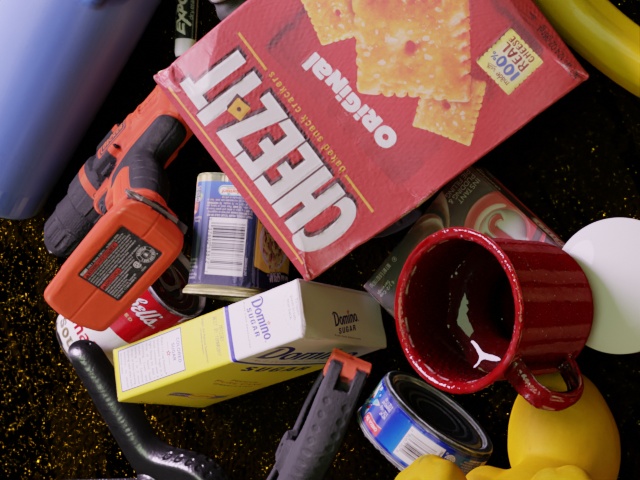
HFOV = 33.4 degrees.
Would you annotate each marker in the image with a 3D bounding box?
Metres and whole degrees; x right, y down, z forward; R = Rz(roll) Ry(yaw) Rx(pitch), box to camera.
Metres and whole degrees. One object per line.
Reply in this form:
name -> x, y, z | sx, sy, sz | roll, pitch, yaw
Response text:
marker -> -0.108, -0.179, 0.859 | 0.020, 0.020, 0.121 | 0, 85, 31

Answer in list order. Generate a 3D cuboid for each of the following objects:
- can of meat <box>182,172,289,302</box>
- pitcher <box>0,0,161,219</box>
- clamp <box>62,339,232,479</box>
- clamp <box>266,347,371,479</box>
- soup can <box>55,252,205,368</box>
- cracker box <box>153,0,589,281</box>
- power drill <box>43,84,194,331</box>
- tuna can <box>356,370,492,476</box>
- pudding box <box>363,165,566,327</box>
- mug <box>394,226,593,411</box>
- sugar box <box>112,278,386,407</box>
can of meat -> -0.055, 0.001, 0.763 | 0.057, 0.102, 0.084 | 3, 84, 15
pitcher -> -0.233, -0.147, 0.880 | 0.145, 0.149, 0.243 | 35, 107, 13
clamp -> -0.124, 0.175, 0.804 | 0.210, 0.036, 0.165 | 23, 121, 24
clamp -> -0.014, 0.154, 0.702 | 0.039, 0.120, 0.172 | 18, 118, -8
soup can -> -0.149, 0.055, 0.835 | 0.102, 0.068, 0.068 | -35, 69, 25
cracker box -> 0.030, -0.102, 0.667 | 0.214, 0.072, 0.164 | -36, 94, 10
power drill -> -0.158, -0.018, 0.799 | 0.185, 0.057, 0.187 | -47, 26, 22
tuna can -> 0.068, 0.122, 0.687 | 0.086, 0.086, 0.034 | 41, 104, 27
pudding box -> 0.098, 0.020, 0.705 | 0.090, 0.039, 0.114 | 46, 109, 25
mug -> 0.110, 0.048, 0.615 | 0.117, 0.081, 0.093 | 55, 126, 33
sugar box -> -0.051, 0.077, 0.748 | 0.177, 0.093, 0.048 | -20, 69, 35
